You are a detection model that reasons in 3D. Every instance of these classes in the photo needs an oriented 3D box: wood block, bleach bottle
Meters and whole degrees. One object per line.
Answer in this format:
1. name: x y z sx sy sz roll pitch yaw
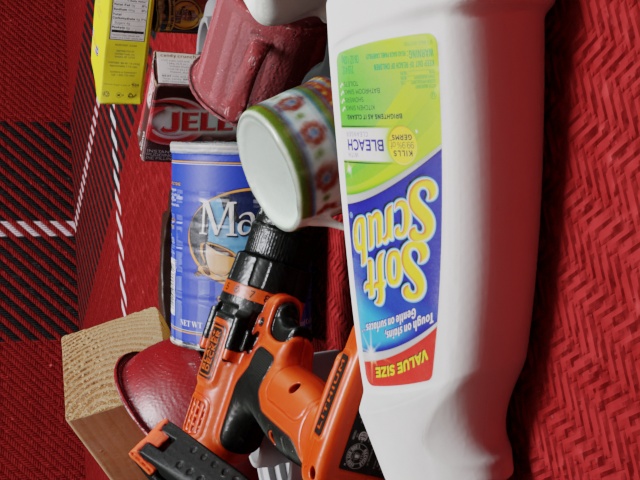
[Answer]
1. wood block: -0.147 0.165 0.950 0.206 0.090 0.091 71 -179 -47
2. bleach bottle: 0.055 0.014 0.467 0.103 0.067 0.251 5 100 53

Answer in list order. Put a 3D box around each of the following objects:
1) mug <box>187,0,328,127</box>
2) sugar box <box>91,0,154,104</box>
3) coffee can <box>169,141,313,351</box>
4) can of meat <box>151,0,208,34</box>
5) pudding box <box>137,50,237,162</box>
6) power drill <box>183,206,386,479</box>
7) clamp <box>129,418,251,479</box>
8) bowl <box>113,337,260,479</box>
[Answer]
1. mug: -0.038 -0.124 0.703 0.117 0.093 0.082 -65 -1 -48
2. sugar box: -0.170 -0.216 0.926 0.093 0.048 0.176 -114 28 -51
3. coffee can: -0.055 0.001 0.754 0.103 0.102 0.140 -161 72 -72
4. can of meat: -0.106 -0.232 0.941 0.057 0.083 0.102 -132 44 -64
5. pudding box: -0.075 -0.096 0.797 0.090 0.113 0.039 115 150 -55
6. power drill: -0.006 0.058 0.606 0.188 0.057 0.184 16 89 61
7. clamp: -0.025 0.188 0.609 0.210 0.036 0.165 40 151 10
8. bowl: -0.073 0.120 0.797 0.055 0.162 0.162 -50 30 11
